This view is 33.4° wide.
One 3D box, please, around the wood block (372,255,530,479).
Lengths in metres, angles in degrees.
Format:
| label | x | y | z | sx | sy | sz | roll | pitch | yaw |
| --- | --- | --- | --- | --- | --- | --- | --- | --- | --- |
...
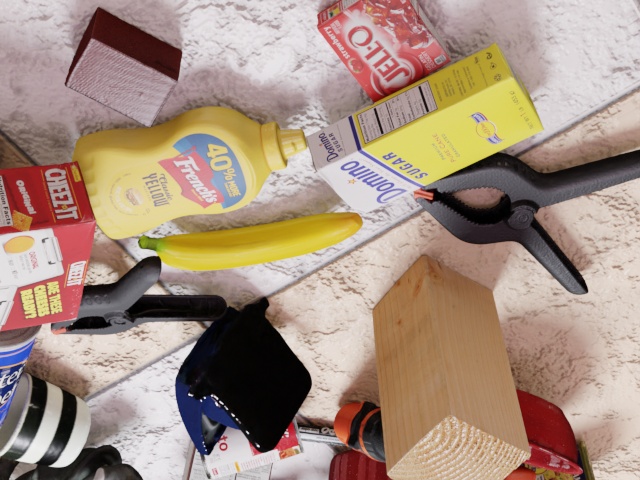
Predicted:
| label | x | y | z | sx | sy | sz | roll | pitch | yaw |
| --- | --- | --- | --- | --- | --- | --- | --- | --- | --- |
| wood block | 0.111 | 0.124 | 0.966 | 0.090 | 0.206 | 0.090 | 27 | 122 | -21 |

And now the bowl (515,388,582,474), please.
| label | x | y | z | sx | sy | sz | roll | pitch | yaw |
| --- | --- | --- | --- | --- | --- | --- | --- | --- | --- |
| bowl | 0.194 | 0.185 | 1.084 | 0.162 | 0.055 | 0.162 | 20 | 166 | 5 |

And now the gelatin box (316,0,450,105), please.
| label | x | y | z | sx | sy | sz | roll | pitch | yaw |
| --- | --- | --- | --- | --- | --- | --- | --- | --- | --- |
| gelatin box | 0.051 | -0.161 | 0.853 | 0.073 | 0.030 | 0.089 | -29 | 123 | 19 |

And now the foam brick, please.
| label | x | y | z | sx | sy | sz | roll | pitch | yaw |
| --- | --- | --- | --- | --- | --- | --- | --- | --- | --- |
| foam brick | -0.156 | -0.137 | 0.851 | 0.078 | 0.053 | 0.051 | 26 | 123 | -20 |

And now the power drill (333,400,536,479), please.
| label | x | y | z | sx | sy | sz | roll | pitch | yaw |
| --- | --- | --- | --- | --- | --- | --- | --- | --- | --- |
| power drill | 0.118 | 0.217 | 1.067 | 0.187 | 0.185 | 0.057 | 27 | 81 | -15 |

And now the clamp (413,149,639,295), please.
| label | x | y | z | sx | sy | sz | roll | pitch | yaw |
| --- | --- | --- | --- | --- | --- | --- | --- | --- | --- |
| clamp | 0.186 | -0.037 | 0.951 | 0.209 | 0.036 | 0.165 | 17 | 126 | -14 |

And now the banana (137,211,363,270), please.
| label | x | y | z | sx | sy | sz | roll | pitch | yaw |
| --- | --- | --- | --- | --- | --- | --- | --- | --- | --- |
| banana | -0.060 | 0.003 | 0.960 | 0.197 | 0.069 | 0.037 | -8 | 86 | -2 |

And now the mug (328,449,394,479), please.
| label | x | y | z | sx | sy | sz | roll | pitch | yaw |
| --- | --- | --- | --- | --- | --- | --- | --- | --- | --- |
| mug | 0.042 | 0.283 | 1.161 | 0.093 | 0.081 | 0.117 | 19 | 144 | -17 |

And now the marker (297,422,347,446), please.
| label | x | y | z | sx | sy | sz | roll | pitch | yaw |
| --- | --- | --- | --- | --- | --- | --- | --- | --- | --- |
| marker | 0.016 | 0.211 | 1.150 | 0.121 | 0.020 | 0.020 | 9 | 127 | -9 |

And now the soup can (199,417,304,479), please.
| label | x | y | z | sx | sy | sz | roll | pitch | yaw |
| --- | --- | --- | --- | --- | --- | --- | --- | --- | --- |
| soup can | -0.074 | 0.199 | 1.094 | 0.102 | 0.068 | 0.068 | -15 | 128 | -5 |

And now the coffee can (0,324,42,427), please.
| label | x | y | z | sx | sy | sz | roll | pitch | yaw |
| --- | --- | --- | --- | --- | --- | --- | --- | --- | --- |
| coffee can | -0.329 | 0.109 | 1.005 | 0.102 | 0.103 | 0.140 | 18 | 125 | -16 |

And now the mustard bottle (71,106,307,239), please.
| label | x | y | z | sx | sy | sz | roll | pitch | yaw |
| --- | --- | --- | --- | --- | --- | --- | --- | --- | --- |
| mustard bottle | -0.105 | -0.064 | 0.907 | 0.192 | 0.058 | 0.096 | -13 | 126 | 8 |

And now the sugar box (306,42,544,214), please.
| label | x | y | z | sx | sy | sz | roll | pitch | yaw |
| --- | --- | --- | --- | --- | --- | --- | --- | --- | --- |
| sugar box | 0.087 | -0.088 | 0.886 | 0.176 | 0.048 | 0.093 | -27 | 147 | 16 |

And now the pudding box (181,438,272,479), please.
| label | x | y | z | sx | sy | sz | roll | pitch | yaw |
| --- | --- | --- | --- | --- | --- | --- | --- | --- | --- |
| pudding box | -0.105 | 0.271 | 1.143 | 0.090 | 0.113 | 0.039 | 13 | 171 | -11 |

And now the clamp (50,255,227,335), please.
| label | x | y | z | sx | sy | sz | roll | pitch | yaw |
| --- | --- | --- | --- | --- | --- | --- | --- | --- | --- |
| clamp | -0.185 | 0.055 | 0.987 | 0.172 | 0.039 | 0.120 | -11 | 146 | 16 |

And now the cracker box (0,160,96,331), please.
| label | x | y | z | sx | sy | sz | roll | pitch | yaw |
| --- | --- | --- | --- | --- | --- | --- | --- | --- | --- |
| cracker box | -0.303 | 0.015 | 0.871 | 0.213 | 0.072 | 0.164 | -9 | 151 | -24 |
